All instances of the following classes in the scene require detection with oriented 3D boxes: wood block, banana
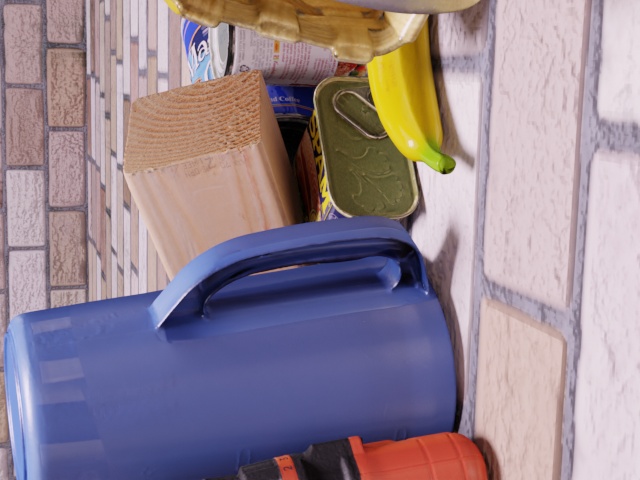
[{"bbox_3d":[-0.055,0.001,0.728,0.091,0.090,0.206,-96,-9,-51],"label":"wood block"},{"bbox_3d":[0.053,-0.129,0.617,0.070,0.037,0.198,-14,78,54],"label":"banana"}]

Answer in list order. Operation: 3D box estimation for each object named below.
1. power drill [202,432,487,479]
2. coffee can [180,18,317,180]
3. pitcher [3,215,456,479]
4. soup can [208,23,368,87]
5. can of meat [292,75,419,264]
[{"bbox_3d":[-0.007,0.178,0.610,0.188,0.184,0.057,96,164,-54],"label":"power drill"},{"bbox_3d":[-0.047,-0.116,0.815,0.103,0.102,0.140,113,150,-53],"label":"coffee can"},{"bbox_3d":[-0.052,0.074,0.613,0.145,0.242,0.149,159,105,-69],"label":"pitcher"},{"bbox_3d":[-0.021,-0.138,0.730,0.069,0.102,0.068,178,90,-73],"label":"soup can"},{"bbox_3d":[0.019,-0.041,0.690,0.084,0.057,0.102,116,148,-61],"label":"can of meat"}]
